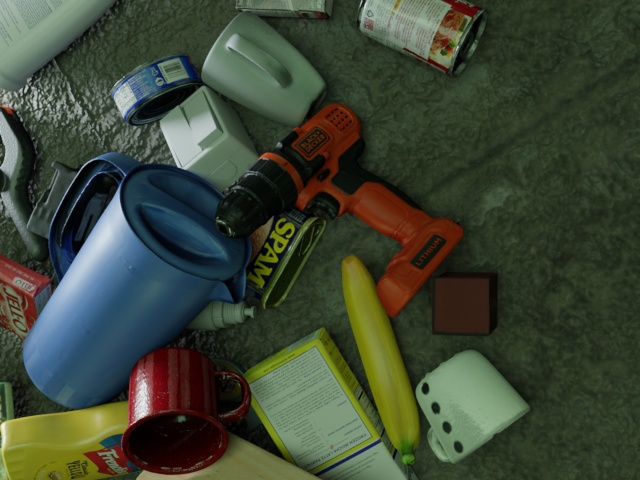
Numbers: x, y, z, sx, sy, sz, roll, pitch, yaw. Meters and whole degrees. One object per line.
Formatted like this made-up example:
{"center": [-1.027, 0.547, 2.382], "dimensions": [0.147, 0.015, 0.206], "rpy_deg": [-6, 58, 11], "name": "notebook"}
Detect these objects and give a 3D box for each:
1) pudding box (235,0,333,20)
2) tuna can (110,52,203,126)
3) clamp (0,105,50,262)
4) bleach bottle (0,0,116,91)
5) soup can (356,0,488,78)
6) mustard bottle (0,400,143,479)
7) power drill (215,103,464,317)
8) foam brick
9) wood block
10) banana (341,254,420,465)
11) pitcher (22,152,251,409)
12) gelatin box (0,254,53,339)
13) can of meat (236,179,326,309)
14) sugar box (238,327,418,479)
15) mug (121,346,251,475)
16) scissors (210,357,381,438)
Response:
{"center": [-0.029, -0.271, 1.025], "dimensions": [0.090, 0.039, 0.113], "rpy_deg": [5, 92, 15], "name": "pudding box"}
{"center": [-0.158, -0.146, 1.039], "dimensions": [0.086, 0.086, 0.034], "rpy_deg": [-29, 84, 14], "name": "tuna can"}
{"center": [-0.324, -0.054, 1.109], "dimensions": [0.120, 0.039, 0.171], "rpy_deg": [8, 93, 18], "name": "clamp"}
{"center": [-0.244, -0.260, 1.075], "dimensions": [0.251, 0.068, 0.102], "rpy_deg": [-32, 82, 11], "name": "bleach bottle"}
{"center": [0.093, -0.201, 0.977], "dimensions": [0.102, 0.068, 0.068], "rpy_deg": [29, 98, 14], "name": "soup can"}
{"center": [-0.204, 0.194, 1.030], "dimensions": [0.191, 0.096, 0.058], "rpy_deg": [-9, 50, -10], "name": "mustard bottle"}
{"center": [0.021, -0.020, 0.962], "dimensions": [0.188, 0.057, 0.184], "rpy_deg": [42, 59, 6], "name": "power drill"}
{"center": [0.131, 0.057, 0.963], "dimensions": [0.051, 0.078, 0.053], "rpy_deg": [0, 92, 15], "name": "foam brick"}
{"center": [-0.054, 0.252, 0.962], "dimensions": [0.206, 0.091, 0.090], "rpy_deg": [19, 52, 35], "name": "wood block"}
{"center": [0.059, 0.111, 0.990], "dimensions": [0.037, 0.070, 0.198], "rpy_deg": [-16, 75, -8], "name": "banana"}
{"center": [-0.188, 0.044, 0.997], "dimensions": [0.243, 0.144, 0.149], "rpy_deg": [-47, 39, 33], "name": "pitcher"}
{"center": [-0.307, 0.061, 1.083], "dimensions": [0.073, 0.030, 0.089], "rpy_deg": [26, 140, 16], "name": "gelatin box"}
{"center": [-0.057, 0.001, 1.027], "dimensions": [0.084, 0.057, 0.102], "rpy_deg": [32, 99, 15], "name": "can of meat"}
{"center": [0.009, 0.180, 1.002], "dimensions": [0.093, 0.048, 0.176], "rpy_deg": [-30, 95, 15], "name": "sugar box"}
{"center": [-0.119, 0.147, 0.955], "dimensions": [0.117, 0.093, 0.081], "rpy_deg": [-15, 43, 5], "name": "mug"}
{"center": [-0.043, 0.149, 1.044], "dimensions": [0.202, 0.016, 0.096], "rpy_deg": [-15, 87, 15], "name": "scissors"}
